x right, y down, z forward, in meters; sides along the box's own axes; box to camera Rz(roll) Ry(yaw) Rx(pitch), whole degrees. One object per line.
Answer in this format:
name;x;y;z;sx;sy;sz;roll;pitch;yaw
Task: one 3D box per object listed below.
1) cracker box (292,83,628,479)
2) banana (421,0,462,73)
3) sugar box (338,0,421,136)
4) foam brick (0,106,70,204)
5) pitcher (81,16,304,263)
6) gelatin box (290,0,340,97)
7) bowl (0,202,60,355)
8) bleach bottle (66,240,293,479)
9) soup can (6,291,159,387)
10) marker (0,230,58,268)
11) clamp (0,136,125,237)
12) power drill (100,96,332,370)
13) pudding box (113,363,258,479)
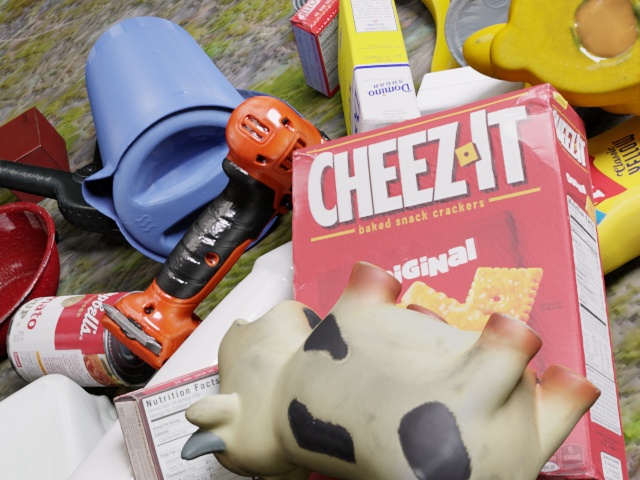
cracker box;0.068;0.038;0.585;0.164;0.072;0.213;-12;67;27
banana;0.095;-0.180;0.858;0.069;0.037;0.198;-23;45;3
sugar box;0.040;-0.103;0.776;0.048;0.093;0.176;-2;43;-1
foam brick;-0.275;-0.080;1.018;0.053;0.051;0.078;-30;40;5
pitcher;-0.111;-0.094;0.868;0.145;0.149;0.243;-46;35;10
gelatin box;0.013;-0.172;0.870;0.030;0.089;0.073;32;72;23
bowl;-0.274;0.045;0.889;0.162;0.055;0.162;-20;42;19
bleach bottle;-0.045;0.092;0.660;0.068;0.102;0.250;8;50;46
soup can;-0.169;0.073;0.776;0.102;0.068;0.068;-5;48;33
marker;-0.286;0.016;0.956;0.121;0.020;0.020;-22;41;16
clamp;-0.193;-0.053;0.930;0.172;0.039;0.120;29;50;34
power drill;-0.055;0.001;0.721;0.057;0.184;0.187;34;91;19
pudding box;-0.053;0.125;0.582;0.089;0.113;0.039;-15;-3;-32
